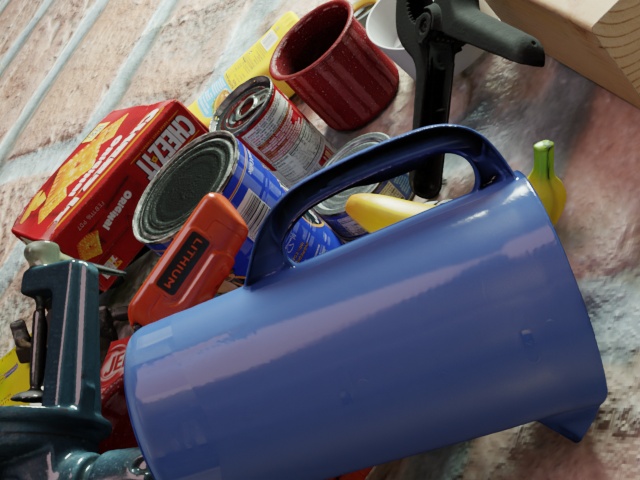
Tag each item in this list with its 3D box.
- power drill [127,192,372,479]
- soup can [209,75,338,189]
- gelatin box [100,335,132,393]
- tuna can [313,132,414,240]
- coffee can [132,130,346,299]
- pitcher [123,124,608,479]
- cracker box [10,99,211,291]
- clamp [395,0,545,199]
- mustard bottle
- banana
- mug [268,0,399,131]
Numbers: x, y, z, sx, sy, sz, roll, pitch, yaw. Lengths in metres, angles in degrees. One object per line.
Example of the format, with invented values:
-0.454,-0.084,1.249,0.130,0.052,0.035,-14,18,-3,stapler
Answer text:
-0.012,0.049,0.679,0.188,0.057,0.184,33,80,13,power drill
-0.035,-0.081,0.903,0.069,0.102,0.068,-30,35,24,soup can
-0.151,0.112,0.895,0.089,0.030,0.073,-19,41,36,gelatin box
0.034,-0.044,0.846,0.086,0.033,0.086,-30,36,24,tuna can
-0.055,0.001,0.801,0.103,0.140,0.103,-30,35,25,coffee can
0.019,0.052,0.583,0.243,0.145,0.149,-19,50,4,pitcher
-0.192,-0.046,0.972,0.164,0.072,0.214,-52,21,-13,cracker box
0.089,-0.147,0.798,0.165,0.036,0.210,121,145,-43,clamp
-0.079,-0.141,1.060,0.192,0.058,0.096,-41,31,8,mustard bottle
0.096,-0.018,0.719,0.037,0.069,0.198,-29,9,-39,banana
0.017,-0.159,0.947,0.093,0.081,0.117,-24,39,32,mug
